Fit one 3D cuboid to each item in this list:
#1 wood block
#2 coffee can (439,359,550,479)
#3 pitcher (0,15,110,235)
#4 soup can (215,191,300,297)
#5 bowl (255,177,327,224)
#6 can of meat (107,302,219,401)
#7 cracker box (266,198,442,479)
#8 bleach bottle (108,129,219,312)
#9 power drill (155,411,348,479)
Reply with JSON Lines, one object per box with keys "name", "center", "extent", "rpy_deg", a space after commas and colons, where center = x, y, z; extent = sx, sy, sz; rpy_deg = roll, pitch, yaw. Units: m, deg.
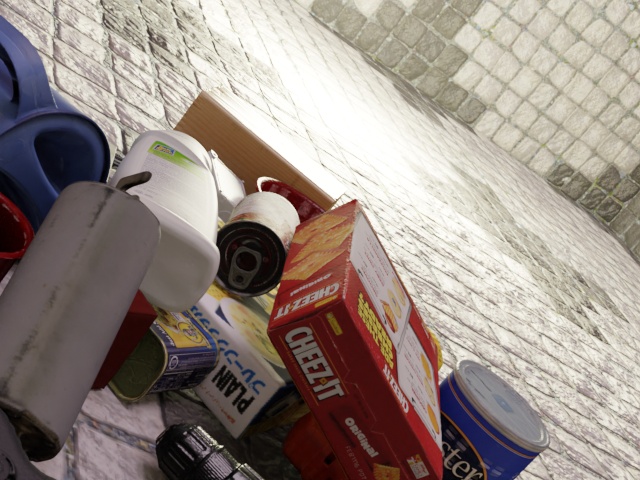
{"name": "wood block", "center": [-0.080, -0.089, 1.314], "extent": [0.206, 0.091, 0.090], "rpy_deg": [40, 18, 1]}
{"name": "coffee can", "center": [0.113, 0.188, 0.923], "extent": [0.102, 0.140, 0.103], "rpy_deg": [36, 17, -13]}
{"name": "pitcher", "center": [-0.283, -0.113, 0.840], "extent": [0.243, 0.149, 0.145], "rpy_deg": [42, 1, 28]}
{"name": "soup can", "center": [-0.056, 0.001, 0.935], "extent": [0.068, 0.069, 0.102], "rpy_deg": [38, 17, -6]}
{"name": "bowl", "center": [-0.022, 0.001, 1.188], "extent": [0.162, 0.055, 0.162], "rpy_deg": [36, 15, -11]}
{"name": "can of meat", "center": [-0.138, 0.073, 0.833], "extent": [0.102, 0.057, 0.083], "rpy_deg": [46, 16, 21]}
{"name": "cracker box", "center": [0.032, 0.080, 0.851], "extent": [0.164, 0.072, 0.213], "rpy_deg": [61, 15, -17]}
{"name": "bleach bottle", "center": [-0.126, -0.036, 0.901], "extent": [0.102, 0.068, 0.251], "rpy_deg": [32, 19, -12]}
{"name": "power drill", "center": [-0.022, 0.187, 0.789], "extent": [0.184, 0.057, 0.187], "rpy_deg": [46, 20, 8]}
